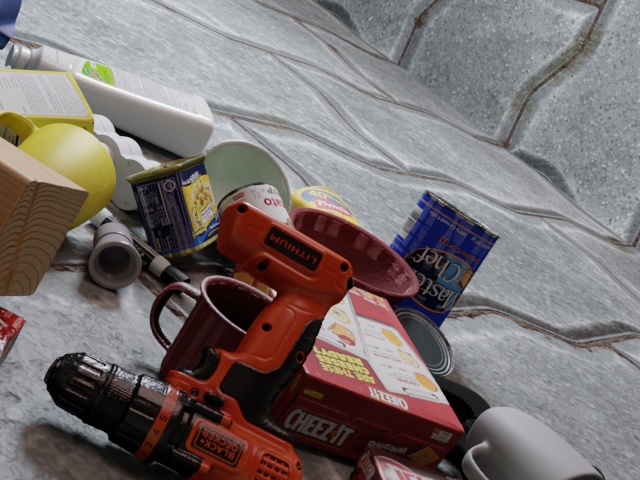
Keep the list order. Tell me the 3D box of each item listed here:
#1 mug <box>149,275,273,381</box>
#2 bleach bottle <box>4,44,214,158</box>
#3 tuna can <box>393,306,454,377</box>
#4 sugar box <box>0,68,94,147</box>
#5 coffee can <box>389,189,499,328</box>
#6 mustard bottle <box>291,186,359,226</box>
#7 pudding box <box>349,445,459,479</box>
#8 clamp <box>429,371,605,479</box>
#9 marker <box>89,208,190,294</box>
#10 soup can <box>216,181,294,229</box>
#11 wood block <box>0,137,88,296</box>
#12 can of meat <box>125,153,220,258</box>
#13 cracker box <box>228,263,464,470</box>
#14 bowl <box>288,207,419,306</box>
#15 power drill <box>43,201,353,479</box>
[{"bbox_3d":[-0.082,0.080,0.830,0.117,0.081,0.093,33,17,2],"label":"mug"},{"bbox_3d":[-0.255,-0.177,1.285,0.250,0.068,0.103,21,20,-28],"label":"bleach bottle"},{"bbox_3d":[0.096,0.113,1.104,0.086,0.034,0.086,30,34,-23],"label":"tuna can"},{"bbox_3d":[-0.303,-0.119,0.970,0.175,0.048,0.093,-4,39,-30],"label":"sugar box"},{"bbox_3d":[0.126,0.026,1.235,0.103,0.140,0.103,31,8,-5],"label":"coffee can"},{"bbox_3d":[0.005,-0.021,1.317,0.096,0.058,0.192,21,19,-19],"label":"mustard bottle"},{"bbox_3d":[0.085,0.213,0.829,0.113,0.039,0.090,27,16,-21],"label":"pudding box"},{"bbox_3d":[0.137,0.187,0.961,0.210,0.036,0.164,36,34,25],"label":"clamp"},{"bbox_3d":[-0.166,0.010,0.988,0.121,0.020,0.020,38,17,17],"label":"marker"},{"bbox_3d":[-0.057,0.001,1.068,0.068,0.069,0.102,11,49,-51],"label":"soup can"},{"bbox_3d":[-0.286,-0.051,0.763,0.206,0.091,0.090,31,4,13],"label":"wood block"},{"bbox_3d":[-0.137,-0.033,1.030,0.102,0.057,0.084,-43,120,-72],"label":"can of meat"},{"bbox_3d":[0.011,0.106,0.947,0.164,0.072,0.214,23,20,-27],"label":"cracker box"},{"bbox_3d":[0.024,0.031,1.146,0.162,0.055,0.162,27,19,-11],"label":"bowl"},{"bbox_3d":[-0.071,0.070,0.735,0.184,0.187,0.057,30,-22,-12],"label":"power drill"}]
